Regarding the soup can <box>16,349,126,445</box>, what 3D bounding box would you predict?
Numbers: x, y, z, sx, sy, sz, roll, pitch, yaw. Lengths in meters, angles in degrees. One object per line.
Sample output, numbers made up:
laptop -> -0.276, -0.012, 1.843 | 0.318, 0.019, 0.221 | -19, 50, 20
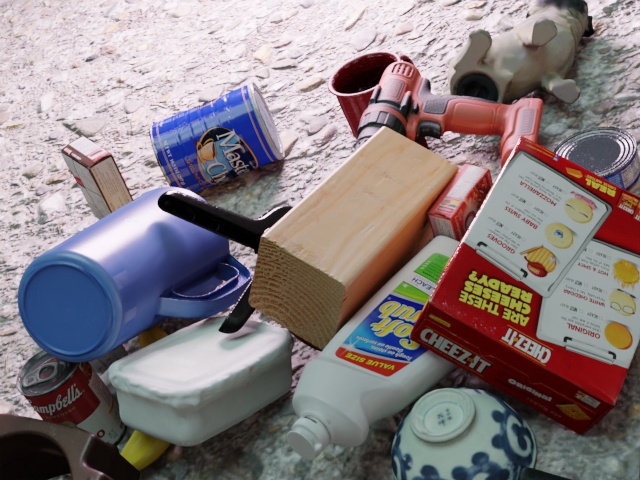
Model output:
soup can -> -0.242, 0.158, 1.044 | 0.068, 0.102, 0.068 | -17, 36, 13

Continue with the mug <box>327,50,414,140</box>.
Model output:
mug -> 0.074, -0.177, 1.291 | 0.093, 0.081, 0.117 | 20, 55, 45

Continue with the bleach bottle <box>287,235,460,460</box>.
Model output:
bleach bottle -> 0.065, 0.098, 0.904 | 0.103, 0.068, 0.250 | 33, 50, 19

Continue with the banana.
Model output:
banana -> -0.165, 0.153, 1.047 | 0.069, 0.037, 0.197 | 7, 41, 2

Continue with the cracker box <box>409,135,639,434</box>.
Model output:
cracker box -> 0.194, 0.032, 0.901 | 0.164, 0.072, 0.213 | 29, 55, 7

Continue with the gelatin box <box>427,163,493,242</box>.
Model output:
gelatin box -> 0.139, -0.015, 1.008 | 0.030, 0.089, 0.073 | 16, 52, 36

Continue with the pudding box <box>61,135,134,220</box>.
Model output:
pudding box -> -0.273, -0.067, 1.341 | 0.039, 0.113, 0.090 | -37, 37, -20

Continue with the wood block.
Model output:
wood block -> 0.033, -0.006, 0.979 | 0.090, 0.091, 0.205 | 30, 46, 17

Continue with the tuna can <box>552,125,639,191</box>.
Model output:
tuna can -> 0.278, -0.077, 1.078 | 0.086, 0.033, 0.086 | -17, 36, 13

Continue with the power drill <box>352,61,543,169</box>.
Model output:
power drill -> 0.135, -0.114, 1.134 | 0.188, 0.057, 0.184 | 14, 47, 8

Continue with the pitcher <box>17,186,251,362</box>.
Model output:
pitcher -> -0.184, 0.036, 1.065 | 0.149, 0.145, 0.242 | -25, 6, 22

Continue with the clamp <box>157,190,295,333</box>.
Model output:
clamp -> -0.057, 0.001, 1.088 | 0.209, 0.036, 0.165 | -16, 65, -41

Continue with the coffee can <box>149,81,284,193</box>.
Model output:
coffee can -> -0.128, -0.124, 1.332 | 0.140, 0.102, 0.103 | -22, 35, 7
